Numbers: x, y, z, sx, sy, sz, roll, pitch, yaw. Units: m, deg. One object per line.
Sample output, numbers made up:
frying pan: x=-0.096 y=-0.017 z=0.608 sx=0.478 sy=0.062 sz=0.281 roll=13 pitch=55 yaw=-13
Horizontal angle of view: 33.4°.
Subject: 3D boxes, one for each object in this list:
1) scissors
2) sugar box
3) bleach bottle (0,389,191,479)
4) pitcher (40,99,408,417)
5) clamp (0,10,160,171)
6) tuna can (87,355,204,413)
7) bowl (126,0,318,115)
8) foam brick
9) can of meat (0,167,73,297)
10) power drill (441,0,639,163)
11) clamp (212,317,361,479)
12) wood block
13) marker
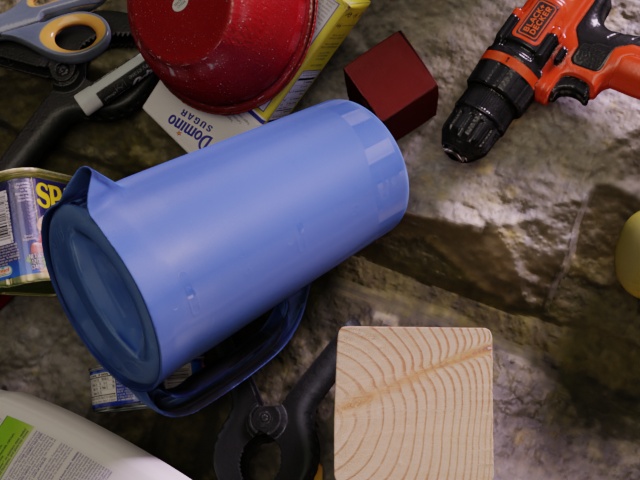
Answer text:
scissors: x=-0.252 y=-0.155 z=0.846 sx=0.201 sy=0.016 sz=0.096 roll=-28 pitch=66 yaw=-5
sugar box: x=-0.051 y=-0.138 z=0.805 sx=0.093 sy=0.048 sz=0.176 roll=45 pitch=118 yaw=12
bleach bottle: x=-0.201 y=0.155 z=0.760 sx=0.251 sy=0.068 sz=0.102 roll=31 pitch=81 yaw=13
pitcher: x=-0.055 y=0.001 z=0.738 sx=0.242 sy=0.149 sz=0.145 roll=-28 pitch=72 yaw=-32
clamp: x=-0.211 y=-0.137 z=0.864 sx=0.210 sy=0.036 sz=0.164 roll=-27 pitch=75 yaw=-1
tuna can: x=-0.126 y=0.106 z=0.786 sx=0.086 sy=0.086 sz=0.034 roll=-8 pitch=81 yaw=5
bowl: x=-0.084 y=-0.170 z=0.758 sx=0.162 sy=0.055 sz=0.162 roll=5 pitch=99 yaw=30
foam brick: x=0.054 y=-0.112 z=0.807 sx=0.051 sy=0.078 sz=0.053 roll=-32 pitch=78 yaw=-2
can of meat: x=-0.211 y=-0.004 z=0.807 sx=0.057 sy=0.102 sz=0.084 roll=-14 pitch=81 yaw=20
power drill: x=0.204 y=-0.103 z=0.784 sx=0.188 sy=0.057 sz=0.184 roll=32 pitch=82 yaw=20
clamp: x=-0.026 y=0.128 z=0.779 sx=0.120 sy=0.039 sz=0.171 roll=-8 pitch=69 yaw=18
wood block: x=0.064 y=0.110 z=0.701 sx=0.091 sy=0.206 sz=0.090 roll=0 pitch=80 yaw=7
marker: x=-0.137 y=-0.138 z=0.832 sx=0.121 sy=0.020 sz=0.020 roll=-35 pitch=78 yaw=-5
